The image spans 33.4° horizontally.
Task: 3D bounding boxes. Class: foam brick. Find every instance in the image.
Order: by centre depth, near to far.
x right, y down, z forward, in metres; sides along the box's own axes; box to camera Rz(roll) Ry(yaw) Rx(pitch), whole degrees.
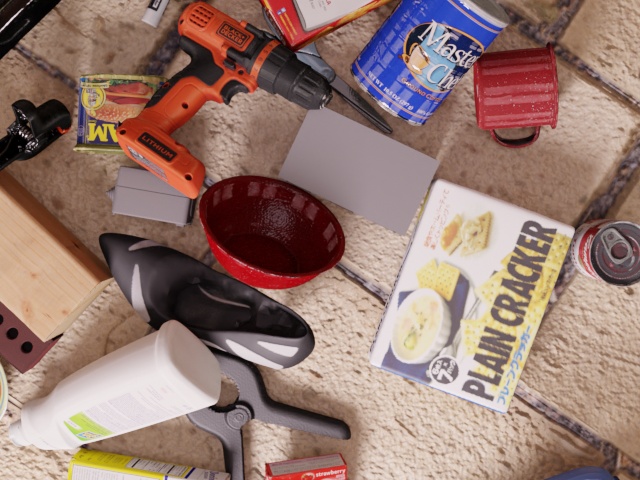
[{"bbox_3d":[-0.333,0.099,1.177,0.078,0.051,0.053,43,92,-1],"label":"foam brick"}]

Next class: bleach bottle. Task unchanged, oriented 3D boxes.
[{"bbox_3d":[-0.235,0.168,1.141,0.251,0.068,0.102,-22,133,21],"label":"bleach bottle"}]

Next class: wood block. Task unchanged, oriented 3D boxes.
[{"bbox_3d":[-0.332,0.002,1.153,0.206,0.091,0.090,44,92,-1],"label":"wood block"}]

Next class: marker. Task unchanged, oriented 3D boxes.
[{"bbox_3d":[-0.162,-0.292,1.171,0.020,0.020,0.121,27,92,0],"label":"marker"}]

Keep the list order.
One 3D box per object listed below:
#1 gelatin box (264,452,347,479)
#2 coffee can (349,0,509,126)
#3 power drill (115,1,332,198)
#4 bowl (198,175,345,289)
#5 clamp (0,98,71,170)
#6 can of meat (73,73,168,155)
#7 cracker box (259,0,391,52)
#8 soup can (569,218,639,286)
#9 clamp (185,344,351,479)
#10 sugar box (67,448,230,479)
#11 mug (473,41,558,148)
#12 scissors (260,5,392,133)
[{"bbox_3d":[-0.016,0.277,1.171,0.089,0.030,0.073,-5,112,-14],"label":"gelatin box"},{"bbox_3d":[0.112,-0.205,1.108,0.103,0.102,0.140,39,114,-1],"label":"coffee can"},{"bbox_3d":[-0.105,-0.138,1.102,0.184,0.057,0.187,32,74,13],"label":"power drill"},{"bbox_3d":[-0.057,0.001,1.137,0.162,0.162,0.055,22,126,0],"label":"bowl"},{"bbox_3d":[-0.301,-0.115,1.104,0.120,0.171,0.039,-37,98,28],"label":"clamp"},{"bbox_3d":[-0.214,-0.136,1.162,0.102,0.057,0.084,3,90,0],"label":"can of meat"},{"bbox_3d":[0.020,-0.321,1.134,0.213,0.072,0.164,-30,93,-4],"label":"cracker box"},{"bbox_3d":[0.308,0.011,1.137,0.068,0.102,0.068,0,93,1],"label":"soup can"},{"bbox_3d":[-0.078,0.189,1.184,0.164,0.036,0.210,-33,96,1],"label":"clamp"},{"bbox_3d":[-0.191,0.291,1.175,0.176,0.048,0.093,8,99,6],"label":"sugar box"},{"bbox_3d":[0.208,-0.152,1.145,0.081,0.093,0.117,-4,126,6],"label":"mug"},{"bbox_3d":[-0.014,-0.178,1.176,0.096,0.016,0.202,-33,91,2],"label":"scissors"}]
